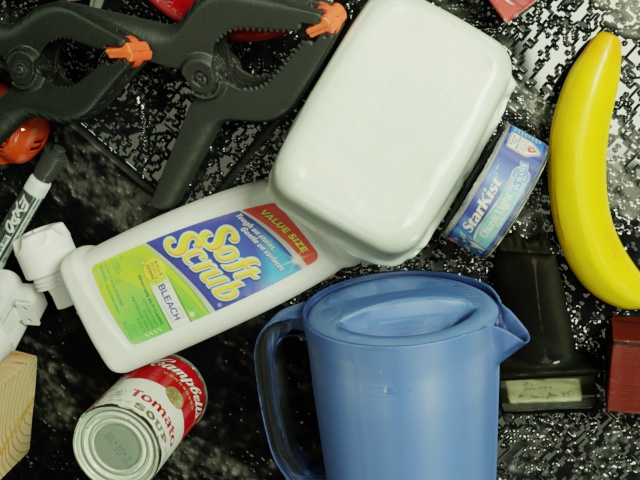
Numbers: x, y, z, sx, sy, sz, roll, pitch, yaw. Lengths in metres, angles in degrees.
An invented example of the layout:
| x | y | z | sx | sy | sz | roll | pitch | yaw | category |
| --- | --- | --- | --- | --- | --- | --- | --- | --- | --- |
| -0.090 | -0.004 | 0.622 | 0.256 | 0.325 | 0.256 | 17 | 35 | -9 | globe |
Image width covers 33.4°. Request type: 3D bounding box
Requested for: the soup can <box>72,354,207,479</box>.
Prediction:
| x | y | z | sx | sy | sz | roll | pitch | yaw | category |
| --- | --- | --- | --- | --- | --- | --- | --- | --- | --- |
| -0.132 | 0.132 | 0.789 | 0.068 | 0.102 | 0.068 | 4 | 106 | 12 | soup can |

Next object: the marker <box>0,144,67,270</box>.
| x | y | z | sx | sy | sz | roll | pitch | yaw | category |
| --- | --- | --- | --- | --- | --- | --- | --- | --- | --- |
| -0.226 | -0.023 | 0.811 | 0.020 | 0.020 | 0.121 | 36 | 110 | 1 | marker |

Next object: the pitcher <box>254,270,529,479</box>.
| x | y | z | sx | sy | sz | roll | pitch | yaw | category |
| --- | --- | --- | --- | --- | --- | --- | --- | --- | --- |
| 0.052 | 0.150 | 0.742 | 0.144 | 0.149 | 0.243 | -13 | 110 | -26 | pitcher |

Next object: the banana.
| x | y | z | sx | sy | sz | roll | pitch | yaw | category |
| --- | --- | --- | --- | --- | --- | --- | --- | --- | --- |
| 0.184 | -0.034 | 0.705 | 0.069 | 0.037 | 0.198 | -19 | 104 | -9 | banana |

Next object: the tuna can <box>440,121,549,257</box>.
| x | y | z | sx | sy | sz | roll | pitch | yaw | category |
| --- | --- | --- | --- | --- | --- | --- | --- | --- | --- |
| 0.113 | -0.032 | 0.693 | 0.034 | 0.086 | 0.086 | 30 | 110 | 2 | tuna can |

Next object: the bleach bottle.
| x | y | z | sx | sy | sz | roll | pitch | yaw | category |
| --- | --- | --- | --- | --- | --- | --- | --- | --- | --- |
| -0.055 | 0.001 | 0.756 | 0.251 | 0.068 | 0.102 | -27 | 88 | 15 | bleach bottle |

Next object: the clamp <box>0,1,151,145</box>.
| x | y | z | sx | sy | sz | roll | pitch | yaw | category |
| --- | --- | --- | --- | --- | --- | --- | --- | --- | --- |
| -0.197 | -0.123 | 0.710 | 0.172 | 0.039 | 0.120 | -15 | 104 | 20 | clamp |

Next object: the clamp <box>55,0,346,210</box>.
| x | y | z | sx | sy | sz | roll | pitch | yaw | category |
| --- | --- | --- | --- | --- | --- | --- | --- | --- | --- |
| -0.082 | -0.120 | 0.707 | 0.210 | 0.036 | 0.164 | -23 | 111 | 33 | clamp |
